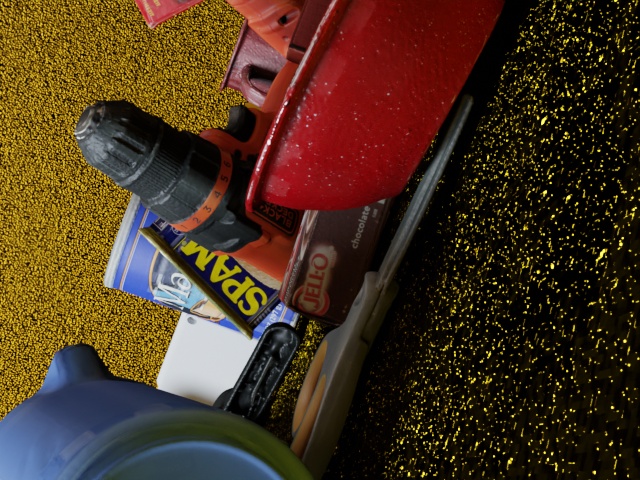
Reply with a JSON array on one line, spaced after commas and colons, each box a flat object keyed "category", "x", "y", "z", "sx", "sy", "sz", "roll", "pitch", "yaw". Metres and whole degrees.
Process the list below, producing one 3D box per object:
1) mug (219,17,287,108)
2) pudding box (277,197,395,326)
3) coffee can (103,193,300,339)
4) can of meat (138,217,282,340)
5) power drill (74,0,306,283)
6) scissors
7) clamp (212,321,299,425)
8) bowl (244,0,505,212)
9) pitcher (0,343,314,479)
[{"category": "mug", "x": -0.028, "y": -0.140, "z": 0.835, "sx": 0.117, "sy": 0.081, "sz": 0.093, "roll": -78, "pitch": 11, "yaw": -49}, {"category": "pudding box", "x": 0.011, "y": -0.014, "z": 0.568, "sx": 0.090, "sy": 0.039, "sz": 0.113, "roll": -174, "pitch": 105, "yaw": -84}, {"category": "coffee can", "x": -0.078, "y": 0.009, "z": 0.796, "sx": 0.103, "sy": 0.140, "sz": 0.103, "roll": -161, "pitch": 91, "yaw": -84}, {"category": "can of meat", "x": -0.055, "y": 0.001, "z": 0.710, "sx": 0.084, "sy": 0.102, "sz": 0.057, "roll": -45, "pitch": 21, "yaw": -6}, {"category": "power drill", "x": -0.046, "y": -0.083, "z": 0.639, "sx": 0.058, "sy": 0.184, "sz": 0.187, "roll": -11, "pitch": 55, "yaw": 45}, {"category": "scissors", "x": 0.020, "y": 0.027, "z": 0.473, "sx": 0.096, "sy": 0.016, "sz": 0.202, "roll": -99, "pitch": 31, "yaw": -78}, {"category": "clamp", "x": -0.058, "y": 0.124, "z": 0.742, "sx": 0.120, "sy": 0.039, "sz": 0.172, "roll": -65, "pitch": 11, "yaw": -21}, {"category": "bowl", "x": 0.030, "y": -0.071, "z": 0.441, "sx": 0.162, "sy": 0.055, "sz": 0.162, "roll": -62, "pitch": -1, "yaw": -2}, {"category": "pitcher", "x": -0.078, "y": 0.133, "z": 0.455, "sx": 0.145, "sy": 0.149, "sz": 0.243, "roll": -55, "pitch": 11, "yaw": -17}]
